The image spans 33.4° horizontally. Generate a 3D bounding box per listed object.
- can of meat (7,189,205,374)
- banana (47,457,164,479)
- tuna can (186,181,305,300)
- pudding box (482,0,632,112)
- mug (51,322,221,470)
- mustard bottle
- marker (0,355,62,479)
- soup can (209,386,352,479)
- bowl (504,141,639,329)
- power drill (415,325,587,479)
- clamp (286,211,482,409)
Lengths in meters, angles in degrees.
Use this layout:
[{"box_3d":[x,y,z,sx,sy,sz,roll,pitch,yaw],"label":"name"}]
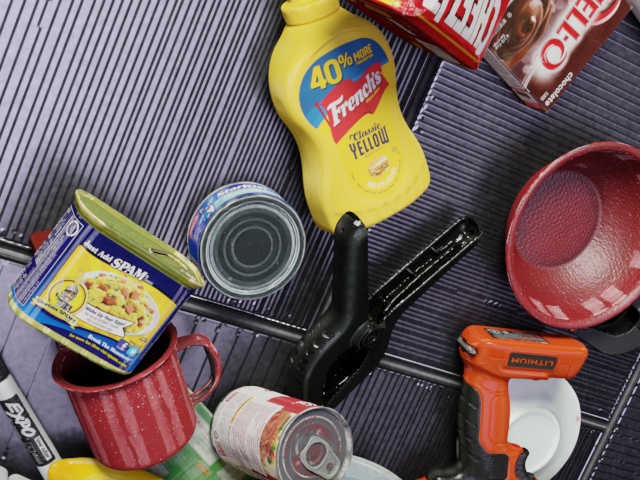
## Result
[{"box_3d":[-0.143,0.030,0.708,0.102,0.057,0.084,35,95,-26],"label":"can of meat"},{"box_3d":[-0.127,0.223,0.833,0.069,0.037,0.197,-38,117,-6],"label":"banana"},{"box_3d":[-0.055,0.001,0.805,0.086,0.034,0.086,-7,110,-20],"label":"tuna can"},{"box_3d":[0.177,-0.172,0.835,0.090,0.039,0.113,40,91,-28],"label":"pudding box"},{"box_3d":[-0.128,0.108,0.783,0.117,0.093,0.081,-22,119,-16],"label":"mug"},{"box_3d":[0.014,-0.106,0.781,0.096,0.058,0.191,-29,116,-19],"label":"mustard bottle"},{"box_3d":[-0.222,0.127,0.790,0.020,0.020,0.121,-27,116,-11],"label":"marker"},{"box_3d":[-0.032,0.152,0.819,0.068,0.102,0.068,-2,94,-35],"label":"soup can"},{"box_3d":[0.213,-0.010,0.896,0.162,0.055,0.162,-7,110,-20],"label":"bowl"},{"box_3d":[0.174,0.173,0.918,0.184,0.057,0.188,8,97,-10],"label":"power drill"},{"box_3d":[0.039,0.060,0.840,0.164,0.036,0.210,-6,131,-43],"label":"clamp"}]
